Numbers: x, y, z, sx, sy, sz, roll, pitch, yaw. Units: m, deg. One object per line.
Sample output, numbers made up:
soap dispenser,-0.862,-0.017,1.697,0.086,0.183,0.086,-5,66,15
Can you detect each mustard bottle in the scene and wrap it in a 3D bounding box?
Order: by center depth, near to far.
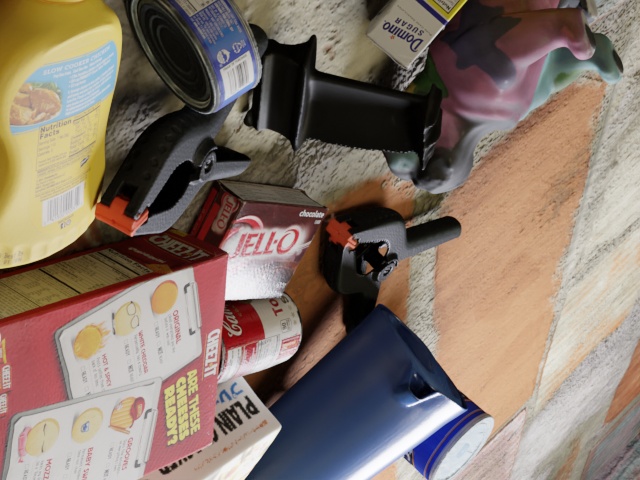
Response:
mustard bottle,-0.150,-0.080,0.575,0.096,0.058,0.192,-35,150,-48

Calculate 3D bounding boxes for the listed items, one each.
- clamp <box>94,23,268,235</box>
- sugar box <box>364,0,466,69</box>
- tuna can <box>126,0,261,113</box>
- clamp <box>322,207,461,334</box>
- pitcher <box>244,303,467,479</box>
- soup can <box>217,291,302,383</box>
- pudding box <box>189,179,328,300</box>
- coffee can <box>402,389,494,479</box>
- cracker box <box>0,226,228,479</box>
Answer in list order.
clamp,-0.082,-0.067,0.683,0.171,0.039,0.120,-50,154,-54
sugar box,0.104,-0.204,0.750,0.176,0.048,0.093,-51,-174,18
tuna can,-0.074,-0.117,0.616,0.033,0.086,0.086,-37,150,-21
clamp,0.049,0.027,1.031,0.165,0.036,0.209,-52,153,10
pitcher,0.015,0.184,1.061,0.243,0.145,0.149,-40,143,8
soup can,-0.071,0.078,0.881,0.102,0.069,0.069,-12,134,-51
pudding box,-0.056,0.001,0.840,0.113,0.039,0.090,0,124,-56
coffee can,0.113,0.197,1.223,0.102,0.140,0.103,-36,149,-26
cracker box,-0.167,0.095,0.726,0.213,0.072,0.164,-19,124,-46
